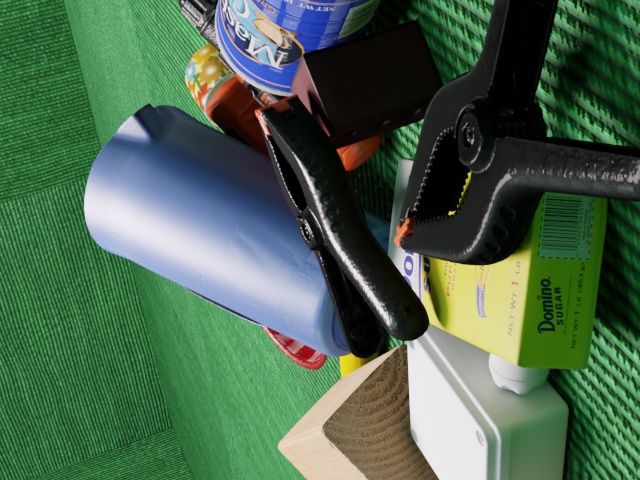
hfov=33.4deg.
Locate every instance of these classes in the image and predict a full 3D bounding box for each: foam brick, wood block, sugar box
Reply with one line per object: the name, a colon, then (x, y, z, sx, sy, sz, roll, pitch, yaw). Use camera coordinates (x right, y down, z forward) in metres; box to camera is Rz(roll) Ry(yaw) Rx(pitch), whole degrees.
foam brick: (0.028, -0.094, 0.666, 0.053, 0.078, 0.051, 124, 125, -72)
wood block: (0.040, 0.157, 0.840, 0.091, 0.090, 0.206, 46, 162, 2)
sugar box: (0.087, 0.006, 0.584, 0.176, 0.048, 0.093, -162, 77, -69)

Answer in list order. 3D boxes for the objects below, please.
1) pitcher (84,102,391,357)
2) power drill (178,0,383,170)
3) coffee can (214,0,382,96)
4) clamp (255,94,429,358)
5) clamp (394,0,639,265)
pitcher: (-0.055, 0.001, 0.838, 0.243, 0.149, 0.145, 27, 96, 30)
power drill: (-0.043, -0.115, 0.829, 0.184, 0.057, 0.188, 45, 169, -3)
coffee can: (-0.010, -0.165, 0.670, 0.140, 0.102, 0.103, 122, 128, -71)
clamp: (0.012, -0.007, 0.630, 0.171, 0.039, 0.120, 65, 159, -3)
clamp: (0.086, -0.042, 0.476, 0.210, 0.036, 0.164, 117, 147, -50)
